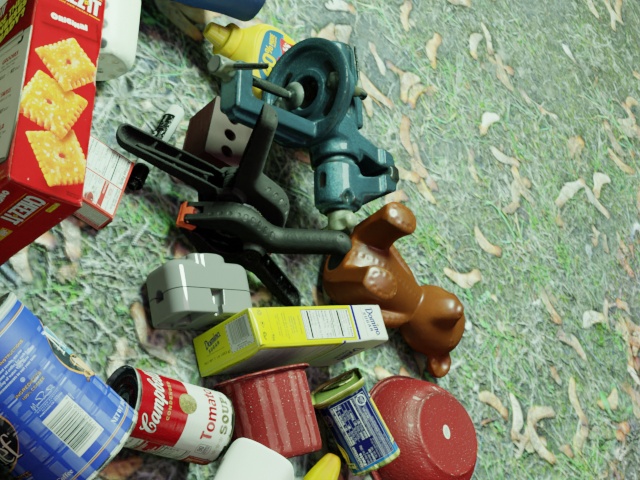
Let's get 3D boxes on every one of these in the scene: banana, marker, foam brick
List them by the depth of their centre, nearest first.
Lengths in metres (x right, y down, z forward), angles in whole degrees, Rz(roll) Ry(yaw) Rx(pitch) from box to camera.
[{"bbox_3d":[-0.029,0.273,0.971,0.037,0.070,0.197,38,34,1],"label":"banana"},{"bbox_3d":[-0.168,-0.094,1.080,0.020,0.020,0.121,41,45,-20],"label":"marker"},{"bbox_3d":[-0.108,-0.100,1.117,0.053,0.051,0.078,29,50,-29],"label":"foam brick"}]

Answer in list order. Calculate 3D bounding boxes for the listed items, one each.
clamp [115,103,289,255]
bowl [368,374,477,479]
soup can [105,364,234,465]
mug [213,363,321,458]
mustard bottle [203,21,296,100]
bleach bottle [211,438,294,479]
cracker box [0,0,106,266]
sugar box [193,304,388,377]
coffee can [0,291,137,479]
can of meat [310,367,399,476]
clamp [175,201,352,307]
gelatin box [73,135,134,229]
[{"bbox_3d":[-0.098,-0.056,1.057,0.210,0.165,0.036,69,26,-51],"label":"clamp"},{"bbox_3d":[0.120,0.216,1.157,0.161,0.055,0.162,23,53,-34],"label":"bowl"},{"bbox_3d":[-0.135,0.154,0.934,0.102,0.069,0.068,23,53,-35],"label":"soup can"},{"bbox_3d":[-0.043,0.167,1.011,0.117,0.093,0.081,21,54,-72],"label":"mug"},{"bbox_3d":[-0.049,-0.187,1.195,0.191,0.058,0.096,29,57,-29],"label":"mustard bottle"},{"bbox_3d":[-0.106,0.288,0.878,0.068,0.103,0.250,26,51,9],"label":"bleach bottle"},{"bbox_3d":[-0.254,-0.097,0.889,0.072,0.164,0.213,24,53,-35],"label":"cracker box"},{"bbox_3d":[-0.027,0.097,1.053,0.175,0.094,0.048,-1,69,-45],"label":"sugar box"},{"bbox_3d":[-0.228,0.124,0.834,0.140,0.103,0.102,47,43,-14],"label":"coffee can"},{"bbox_3d":[0.035,0.181,1.066,0.084,0.057,0.102,62,-1,-2],"label":"can of meat"},{"bbox_3d":[-0.057,0.001,1.065,0.171,0.120,0.039,29,36,-25],"label":"clamp"},{"bbox_3d":[-0.225,-0.063,0.999,0.089,0.030,0.073,34,46,-26],"label":"gelatin box"}]
